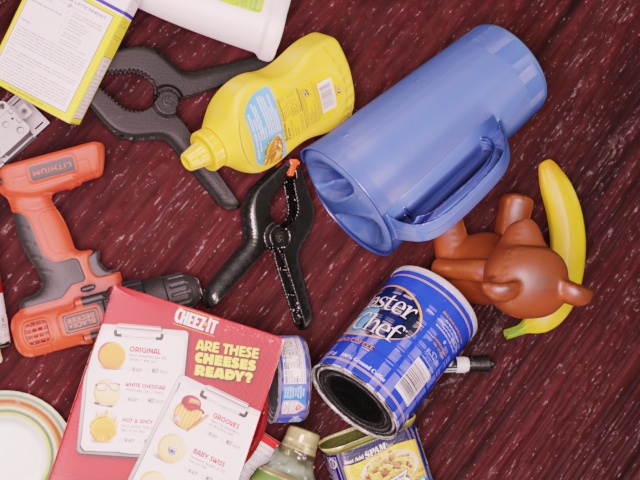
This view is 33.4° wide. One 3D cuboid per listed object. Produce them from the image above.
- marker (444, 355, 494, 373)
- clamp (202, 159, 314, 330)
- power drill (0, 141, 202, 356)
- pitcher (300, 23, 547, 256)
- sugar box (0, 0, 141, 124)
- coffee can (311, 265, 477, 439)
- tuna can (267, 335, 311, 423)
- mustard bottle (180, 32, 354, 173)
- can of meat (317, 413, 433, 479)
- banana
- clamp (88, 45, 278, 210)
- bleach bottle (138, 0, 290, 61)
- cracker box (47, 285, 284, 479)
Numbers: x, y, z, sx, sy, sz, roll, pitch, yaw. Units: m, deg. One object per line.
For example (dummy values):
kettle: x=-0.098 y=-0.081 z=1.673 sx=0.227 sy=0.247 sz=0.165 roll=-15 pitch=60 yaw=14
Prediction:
marker: x=0.123 y=0.130 z=1.112 sx=0.121 sy=0.020 sz=0.020 roll=-1 pitch=88 yaw=-12
clamp: x=-0.057 y=0.001 z=1.062 sx=0.120 sy=0.039 sz=0.171 roll=7 pitch=83 yaw=-36
power drill: x=-0.221 y=0.004 z=1.025 sx=0.184 sy=0.057 sz=0.187 roll=-15 pitch=91 yaw=-13
pitcher: x=0.115 y=-0.102 z=1.058 sx=0.242 sy=0.145 sz=0.149 roll=-40 pitch=89 yaw=-15
sugar box: x=-0.228 y=-0.206 z=0.989 sx=0.093 sy=0.048 sz=0.176 roll=28 pitch=92 yaw=-1
coffee can: x=0.073 y=0.108 z=1.042 sx=0.103 sy=0.103 sz=0.140 roll=46 pitch=63 yaw=-7
tuna can: x=-0.034 y=0.135 z=1.045 sx=0.033 sy=0.086 sz=0.086 roll=1 pitch=88 yaw=-14
mustard bottle: x=-0.054 y=-0.120 z=1.033 sx=0.191 sy=0.058 sz=0.096 roll=-35 pitch=132 yaw=-27
can of meat: x=0.058 y=0.229 z=1.076 sx=0.102 sy=0.057 sz=0.084 roll=-19 pitch=94 yaw=-12
banana: x=0.249 y=0.015 z=1.134 sx=0.069 sy=0.037 sz=0.198 roll=13 pitch=85 yaw=-12
clamp: x=-0.145 y=-0.143 z=1.058 sx=0.209 sy=0.036 sz=0.164 roll=25 pitch=81 yaw=-14
bleach bottle: x=-0.154 y=-0.258 z=1.041 sx=0.250 sy=0.068 sz=0.102 roll=15 pitch=65 yaw=-8
cracker box: x=-0.145 y=0.165 z=0.971 sx=0.164 sy=0.072 sz=0.213 roll=19 pitch=84 yaw=-11
